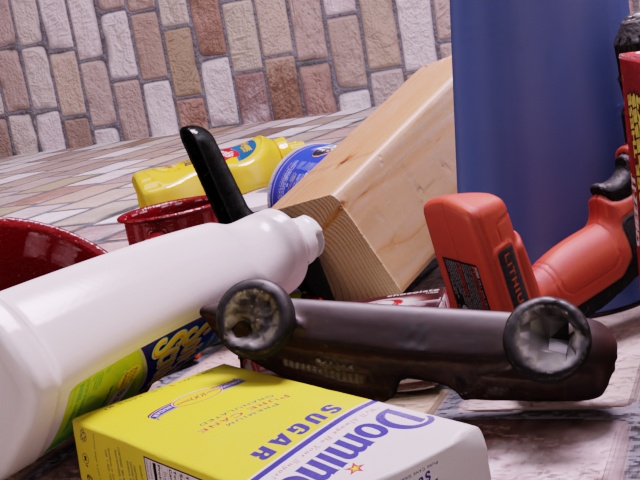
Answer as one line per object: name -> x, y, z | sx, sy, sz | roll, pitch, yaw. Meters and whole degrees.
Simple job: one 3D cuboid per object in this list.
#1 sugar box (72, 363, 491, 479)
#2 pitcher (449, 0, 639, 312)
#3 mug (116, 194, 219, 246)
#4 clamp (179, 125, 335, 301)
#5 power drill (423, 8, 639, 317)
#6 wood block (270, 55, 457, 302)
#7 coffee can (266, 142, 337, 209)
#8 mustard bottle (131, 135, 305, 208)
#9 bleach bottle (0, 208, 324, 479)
sugar box -> -0.023, 0.096, 0.457 | 0.093, 0.048, 0.177 | -18, 12, -39
pitcher -> 0.155, -0.083, 0.706 | 0.145, 0.243, 0.149 | -5, 15, 6
mug -> -0.117, 0.014, 0.872 | 0.093, 0.081, 0.117 | -9, 11, 12
clamp -> -0.055, 0.001, 0.732 | 0.171, 0.120, 0.039 | 24, 0, -32
power drill -> 0.154, -0.023, 0.610 | 0.187, 0.184, 0.057 | -24, 14, -20
wood block -> 0.069, -0.053, 0.809 | 0.205, 0.090, 0.091 | -45, 18, -31
coffee can -> 0.022, -0.033, 0.945 | 0.102, 0.103, 0.140 | -13, 11, -19
mustard bottle -> -0.105, -0.072, 1.161 | 0.191, 0.058, 0.096 | -18, 15, -13
bleach bottle -> -0.082, 0.033, 0.577 | 0.250, 0.068, 0.103 | -28, -21, -45
